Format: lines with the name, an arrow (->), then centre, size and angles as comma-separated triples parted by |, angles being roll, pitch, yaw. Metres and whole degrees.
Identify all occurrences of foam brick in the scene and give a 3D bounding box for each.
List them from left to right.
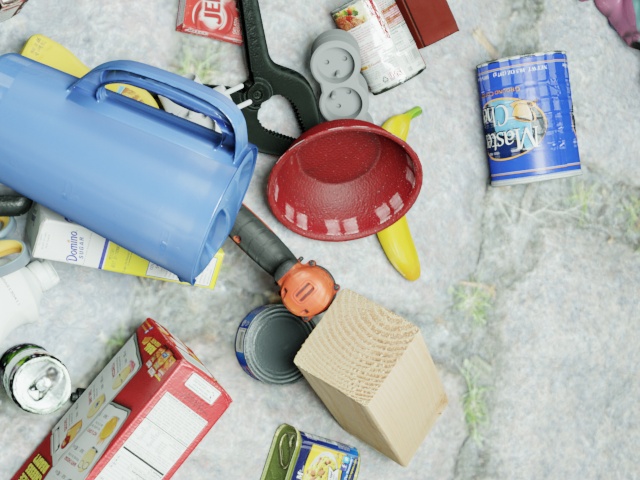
foam brick -> 0.106, -0.254, 1.182 | 0.051, 0.053, 0.078 | -30, 102, -21

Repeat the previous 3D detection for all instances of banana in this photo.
banana -> 0.084, -0.054, 1.178 | 0.069, 0.037, 0.198 | 3, 88, -22

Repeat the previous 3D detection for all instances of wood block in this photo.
wood block -> 0.056, 0.142, 1.071 | 0.090, 0.090, 0.206 | -55, 153, -15

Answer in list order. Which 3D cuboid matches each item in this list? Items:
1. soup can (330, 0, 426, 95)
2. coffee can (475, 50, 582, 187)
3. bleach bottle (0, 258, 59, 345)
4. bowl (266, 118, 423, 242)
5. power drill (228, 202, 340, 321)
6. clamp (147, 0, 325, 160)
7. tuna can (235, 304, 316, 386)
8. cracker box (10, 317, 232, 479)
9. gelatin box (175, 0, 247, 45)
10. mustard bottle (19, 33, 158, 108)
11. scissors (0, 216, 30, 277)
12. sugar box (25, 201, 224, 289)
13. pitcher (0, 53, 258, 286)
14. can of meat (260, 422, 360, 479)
soup can -> 0.064, -0.217, 1.155 | 0.068, 0.069, 0.102 | -32, 102, -20
coffee can -> 0.236, -0.136, 1.208 | 0.102, 0.103, 0.140 | -9, 93, -23
bleach bottle -> -0.349, 0.100, 0.979 | 0.250, 0.068, 0.102 | -35, 102, -22
bowl -> 0.022, -0.072, 1.104 | 0.162, 0.162, 0.055 | 14, 42, -22
power drill -> -0.057, 0.001, 1.067 | 0.187, 0.184, 0.057 | 43, 89, 3
clamp -> -0.066, -0.164, 1.098 | 0.209, 0.036, 0.164 | 35, 98, -23
tuna can -> -0.046, 0.109, 1.122 | 0.086, 0.034, 0.086 | 0, 89, -23
cracker box -> -0.186, 0.187, 0.974 | 0.072, 0.164, 0.213 | 41, 84, -21
gelatin box -> -0.106, -0.253, 1.103 | 0.073, 0.030, 0.089 | 9, 86, -23
mustard bottle -> -0.213, -0.116, 1.039 | 0.191, 0.058, 0.096 | 27, 89, -21
scissors -> -0.367, 0.014, 0.988 | 0.202, 0.096, 0.016 | -6, 132, 2
sugar box -> -0.189, -0.002, 1.027 | 0.176, 0.093, 0.048 | 14, 104, -24
pitcher -> -0.182, -0.076, 0.922 | 0.243, 0.145, 0.149 | 25, 82, 2
can of meat -> -0.012, 0.253, 1.123 | 0.083, 0.058, 0.102 | 21, 82, -24
